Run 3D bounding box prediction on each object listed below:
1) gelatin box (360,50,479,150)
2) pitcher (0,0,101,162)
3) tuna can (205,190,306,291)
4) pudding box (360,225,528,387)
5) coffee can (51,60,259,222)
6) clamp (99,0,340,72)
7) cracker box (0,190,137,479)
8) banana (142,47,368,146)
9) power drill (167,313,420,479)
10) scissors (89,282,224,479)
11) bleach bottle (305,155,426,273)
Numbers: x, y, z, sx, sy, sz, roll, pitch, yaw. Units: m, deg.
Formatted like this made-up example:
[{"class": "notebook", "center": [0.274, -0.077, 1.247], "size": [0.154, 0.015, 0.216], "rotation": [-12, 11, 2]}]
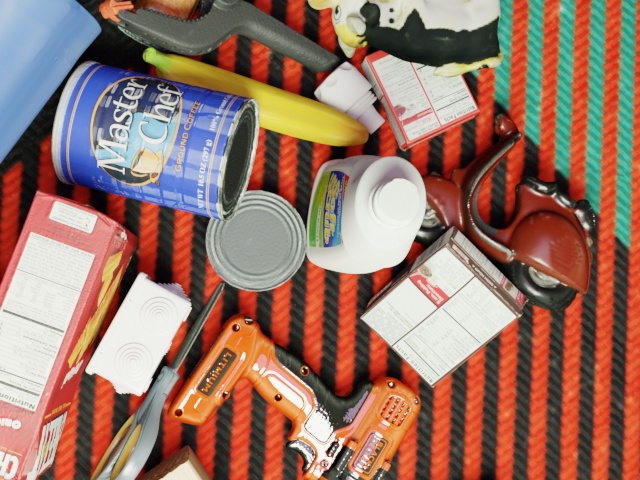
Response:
[{"class": "gelatin box", "center": [0.088, -0.135, 0.944], "size": [0.073, 0.030, 0.089], "rotation": [-26, 89, -9]}, {"class": "pitcher", "center": [-0.284, -0.103, 0.819], "size": [0.149, 0.145, 0.243], "rotation": [36, 84, -38]}, {"class": "tuna can", "center": [-0.056, 0.001, 0.916], "size": [0.086, 0.034, 0.086], "rotation": [0, 87, -7]}, {"class": "pudding box", "center": [0.103, 0.058, 0.903], "size": [0.090, 0.039, 0.114], "rotation": [44, 122, -3]}, {"class": "coffee can", "center": [-0.131, -0.080, 0.863], "size": [0.140, 0.103, 0.103], "rotation": [14, 85, 7]}, {"class": "clamp", "center": [-0.082, -0.217, 0.884], "size": [0.209, 0.036, 0.164], "rotation": [-9, 95, -30]}, {"class": "cracker box", "center": [-0.213, 0.079, 0.827], "size": [0.072, 0.164, 0.213], "rotation": [20, 84, -4]}, {"class": "banana", "center": [-0.057, -0.117, 0.906], "size": [0.197, 0.069, 0.037], "rotation": [18, 100, -9]}, {"class": "power drill", "center": [-0.032, 0.164, 0.899], "size": [0.187, 0.057, 0.184], "rotation": [33, 80, -7]}, {"class": "scissors", "center": [-0.127, 0.125, 0.875], "size": [0.016, 0.096, 0.202], "rotation": [35, 86, -17]}, {"class": "bleach bottle", "center": [0.037, -0.027, 0.819], "size": [0.068, 0.251, 0.102], "rotation": [11, 85, -7]}]
